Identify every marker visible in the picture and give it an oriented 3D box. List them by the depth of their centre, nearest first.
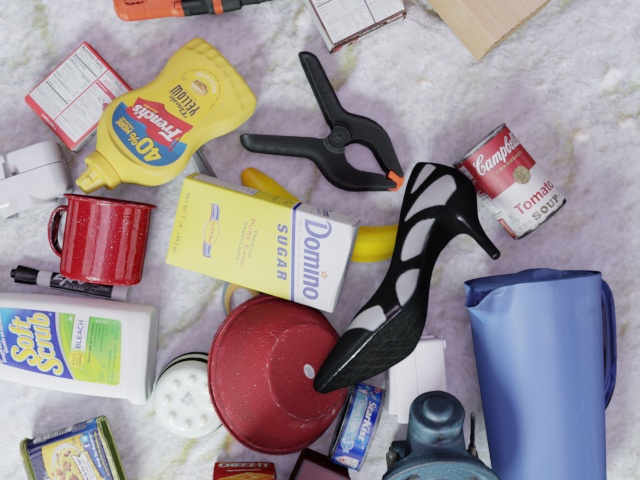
[{"bbox_3d":[-0.256,0.044,1.090,0.121,0.020,0.020,10,88,-1],"label":"marker"}]

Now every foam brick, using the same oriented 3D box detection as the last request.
[{"bbox_3d":[-0.004,0.244,1.063,0.053,0.078,0.051,24,88,1],"label":"foam brick"}]

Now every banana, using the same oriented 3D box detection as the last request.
[{"bbox_3d":[0.007,-0.019,1.094,0.197,0.037,0.069,16,59,-4],"label":"banana"}]

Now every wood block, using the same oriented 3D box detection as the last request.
[{"bbox_3d":[0.135,-0.294,1.077,0.091,0.090,0.206,-40,89,-3],"label":"wood block"}]

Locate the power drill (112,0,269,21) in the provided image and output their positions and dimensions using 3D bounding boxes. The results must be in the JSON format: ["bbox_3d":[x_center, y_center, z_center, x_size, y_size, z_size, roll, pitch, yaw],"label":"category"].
[{"bbox_3d":[-0.129,-0.322,1.086,0.184,0.057,0.187,-8,89,-2],"label":"power drill"}]

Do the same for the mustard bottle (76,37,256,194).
[{"bbox_3d":[-0.162,-0.111,1.057,0.191,0.058,0.096,-41,89,-16],"label":"mustard bottle"}]

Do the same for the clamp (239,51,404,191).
[{"bbox_3d":[0.016,-0.114,1.094,0.171,0.039,0.120,26,89,-5],"label":"clamp"}]

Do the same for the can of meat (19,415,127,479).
[{"bbox_3d":[-0.243,0.234,1.067,0.084,0.057,0.102,-18,90,-5],"label":"can of meat"}]

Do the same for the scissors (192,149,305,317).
[{"bbox_3d":[-0.097,0.009,1.098,0.096,0.016,0.202,-42,90,-2],"label":"scissors"}]

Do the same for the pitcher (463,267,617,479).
[{"bbox_3d":[0.227,0.148,1.056,0.149,0.145,0.243,-5,92,10],"label":"pitcher"}]

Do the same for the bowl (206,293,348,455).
[{"bbox_3d":[-0.027,0.129,1.040,0.161,0.055,0.162,6,80,-33],"label":"bowl"}]

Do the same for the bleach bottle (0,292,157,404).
[{"bbox_3d":[-0.293,0.104,1.067,0.251,0.068,0.102,4,88,1],"label":"bleach bottle"}]

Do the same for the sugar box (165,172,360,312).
[{"bbox_3d":[-0.057,0.001,1.055,0.176,0.048,0.093,16,104,9],"label":"sugar box"}]

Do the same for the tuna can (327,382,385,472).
[{"bbox_3d":[0.036,0.184,1.062,0.034,0.086,0.086,19,88,0],"label":"tuna can"}]

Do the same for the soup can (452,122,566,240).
[{"bbox_3d":[0.192,-0.059,1.083,0.068,0.068,0.102,-39,90,-3],"label":"soup can"}]

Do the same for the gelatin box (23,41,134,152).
[{"bbox_3d":[-0.245,-0.146,1.091,0.089,0.030,0.073,-44,89,-3],"label":"gelatin box"}]

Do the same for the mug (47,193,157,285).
[{"bbox_3d":[-0.224,-0.002,1.064,0.117,0.093,0.081,9,93,23],"label":"mug"}]

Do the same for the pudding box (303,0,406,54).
[{"bbox_3d":[0.026,-0.262,1.099,0.090,0.039,0.113,-26,87,-2],"label":"pudding box"}]
